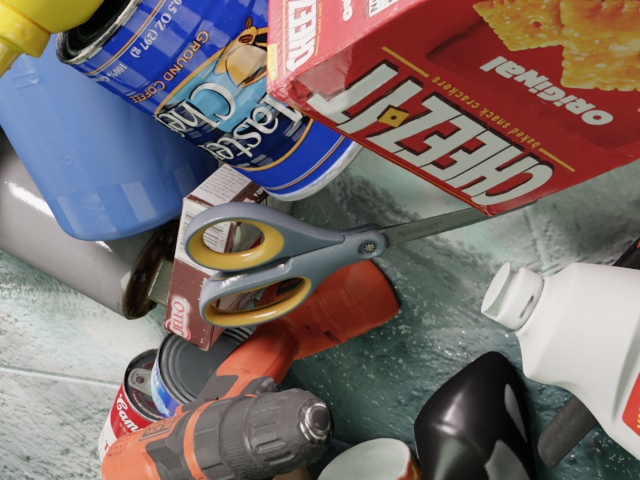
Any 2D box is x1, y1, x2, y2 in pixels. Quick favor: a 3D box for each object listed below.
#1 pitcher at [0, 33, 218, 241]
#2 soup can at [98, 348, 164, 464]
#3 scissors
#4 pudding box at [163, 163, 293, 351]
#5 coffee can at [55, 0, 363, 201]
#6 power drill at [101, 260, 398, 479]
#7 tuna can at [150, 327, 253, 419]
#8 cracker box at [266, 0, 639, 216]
[{"bbox_3d":[-0.159,-0.123,0.623,0.149,0.144,0.243,25,141,54],"label":"pitcher"},{"bbox_3d":[-0.132,0.140,0.833,0.068,0.068,0.102,35,134,7],"label":"soup can"},{"bbox_3d":[0.011,-0.008,0.593,0.202,0.016,0.096,-26,130,15],"label":"scissors"},{"bbox_3d":[-0.054,0.001,0.667,0.039,0.089,0.114,28,132,11],"label":"pudding box"},{"bbox_3d":[-0.047,-0.097,0.546,0.140,0.102,0.103,32,141,-31],"label":"coffee can"},{"bbox_3d":[-0.028,0.081,0.640,0.185,0.187,0.057,-22,106,43],"label":"power drill"},{"bbox_3d":[-0.076,0.098,0.754,0.086,0.086,0.034,33,135,9],"label":"tuna can"},{"bbox_3d":[0.106,-0.094,0.453,0.164,0.072,0.214,25,146,-38],"label":"cracker box"}]
